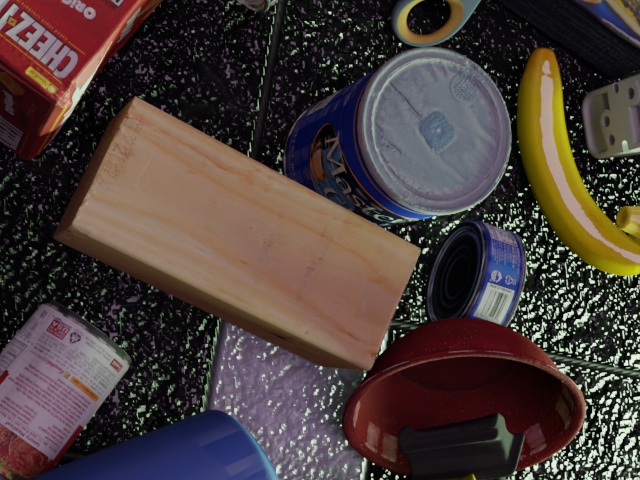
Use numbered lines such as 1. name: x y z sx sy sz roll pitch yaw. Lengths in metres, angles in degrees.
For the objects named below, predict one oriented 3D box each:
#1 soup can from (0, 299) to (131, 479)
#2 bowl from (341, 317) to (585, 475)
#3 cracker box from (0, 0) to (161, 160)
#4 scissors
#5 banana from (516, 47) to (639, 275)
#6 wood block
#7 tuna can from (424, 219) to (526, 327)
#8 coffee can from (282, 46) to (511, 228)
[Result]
1. soup can: -0.171 0.095 0.647 0.068 0.069 0.102 40 72 -13
2. bowl: 0.094 0.101 0.725 0.162 0.162 0.055 18 46 -19
3. cracker box: -0.126 -0.159 0.638 0.072 0.164 0.213 38 73 -12
4. scissors: 0.134 -0.184 0.769 0.202 0.016 0.096 4 119 2
5. banana: 0.193 -0.048 0.810 0.070 0.037 0.198 -32 88 9
6. wood block: -0.055 0.001 0.689 0.206 0.091 0.090 28 76 -17
7. tuna can: 0.107 0.029 0.752 0.033 0.086 0.086 18 79 -18
8. coffee can: 0.046 -0.060 0.707 0.102 0.140 0.103 2 84 -21
